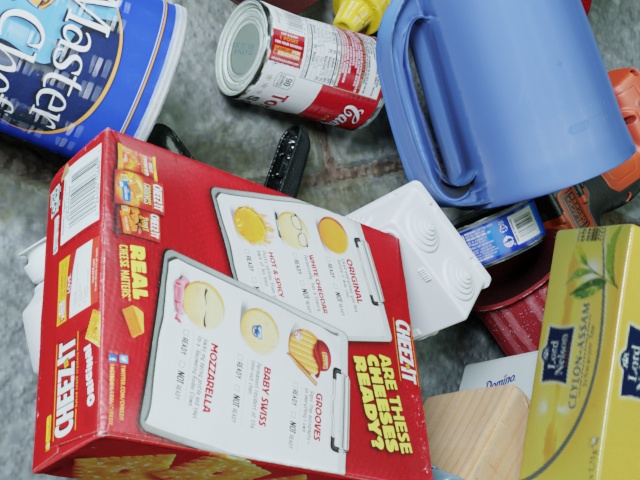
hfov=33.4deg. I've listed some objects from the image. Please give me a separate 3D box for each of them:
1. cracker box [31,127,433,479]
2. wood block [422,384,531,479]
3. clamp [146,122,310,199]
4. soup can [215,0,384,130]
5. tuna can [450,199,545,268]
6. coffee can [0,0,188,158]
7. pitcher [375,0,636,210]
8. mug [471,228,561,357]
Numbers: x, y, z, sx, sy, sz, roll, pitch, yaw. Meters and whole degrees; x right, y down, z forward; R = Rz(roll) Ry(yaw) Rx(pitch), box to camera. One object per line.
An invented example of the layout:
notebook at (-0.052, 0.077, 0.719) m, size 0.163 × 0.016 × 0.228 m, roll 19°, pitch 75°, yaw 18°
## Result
cracker box at (-0.044, 0.054, 0.578) m, size 0.213 × 0.072 × 0.164 m, roll 20°, pitch 53°, yaw -38°
wood block at (0.079, 0.201, 0.685) m, size 0.090 × 0.090 × 0.205 m, roll 49°, pitch 53°, yaw -17°
clamp at (-0.054, 0.001, 0.676) m, size 0.120 × 0.039 × 0.171 m, roll 4°, pitch 75°, yaw -30°
soup can at (-0.012, -0.118, 0.724) m, size 0.102 × 0.069 × 0.068 m, roll 11°, pitch 70°, yaw -34°
tuna can at (0.120, -0.003, 0.779) m, size 0.085 × 0.086 × 0.034 m, roll -26°, pitch 94°, yaw -39°
coffee can at (-0.155, -0.106, 0.574) m, size 0.140 × 0.103 × 0.102 m, roll 21°, pitch 64°, yaw -20°
pitcher at (0.111, -0.146, 0.731) m, size 0.149 × 0.145 × 0.243 m, roll -50°, pitch 121°, yaw -71°
mug at (0.169, 0.051, 0.785) m, size 0.093 × 0.117 × 0.081 m, roll -42°, pitch 109°, yaw -18°
